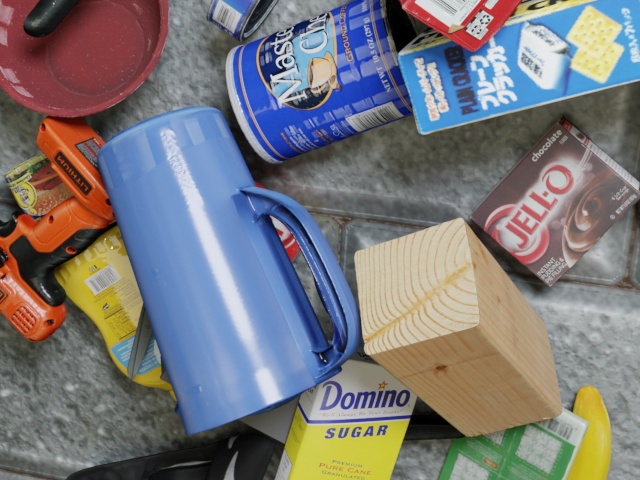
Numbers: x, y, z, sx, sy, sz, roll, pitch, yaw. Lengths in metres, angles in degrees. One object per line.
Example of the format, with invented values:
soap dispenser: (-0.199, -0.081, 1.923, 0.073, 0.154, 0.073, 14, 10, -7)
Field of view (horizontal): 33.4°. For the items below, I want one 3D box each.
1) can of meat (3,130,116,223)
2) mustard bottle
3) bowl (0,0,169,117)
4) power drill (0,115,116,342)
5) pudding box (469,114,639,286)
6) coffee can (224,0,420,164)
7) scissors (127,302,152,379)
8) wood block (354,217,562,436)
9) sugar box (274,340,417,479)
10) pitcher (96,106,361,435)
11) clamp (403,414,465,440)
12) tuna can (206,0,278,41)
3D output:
can of meat: (-0.231, -0.045, 0.986, 0.102, 0.057, 0.084, -22, 99, 22)
mustard bottle: (-0.162, 0.079, 1.007, 0.096, 0.058, 0.191, -31, 98, 16)
bowl: (-0.201, -0.174, 0.912, 0.162, 0.055, 0.162, -2, 78, 7)
power drill: (-0.259, -0.026, 0.939, 0.184, 0.057, 0.188, 46, 116, -2)
pudding box: (0.193, -0.032, 0.878, 0.090, 0.039, 0.114, 40, 114, 0)
coffee can: (0.009, -0.131, 0.862, 0.140, 0.102, 0.103, -18, 103, 20)
scissors: (-0.159, 0.016, 0.959, 0.096, 0.016, 0.202, 31, 89, -12)
wood block: (0.114, 0.077, 0.847, 0.091, 0.090, 0.205, -18, 147, 21)
sugar box: (0.020, 0.180, 0.934, 0.093, 0.048, 0.176, 12, 106, -18)
pitcher: (-0.078, 0.018, 0.843, 0.149, 0.145, 0.243, -21, 87, -13)
clamp: (0.056, 0.170, 0.985, 0.120, 0.039, 0.172, 47, 115, 11)
tuna can: (-0.054, -0.204, 0.864, 0.034, 0.086, 0.086, 35, 114, 0)
